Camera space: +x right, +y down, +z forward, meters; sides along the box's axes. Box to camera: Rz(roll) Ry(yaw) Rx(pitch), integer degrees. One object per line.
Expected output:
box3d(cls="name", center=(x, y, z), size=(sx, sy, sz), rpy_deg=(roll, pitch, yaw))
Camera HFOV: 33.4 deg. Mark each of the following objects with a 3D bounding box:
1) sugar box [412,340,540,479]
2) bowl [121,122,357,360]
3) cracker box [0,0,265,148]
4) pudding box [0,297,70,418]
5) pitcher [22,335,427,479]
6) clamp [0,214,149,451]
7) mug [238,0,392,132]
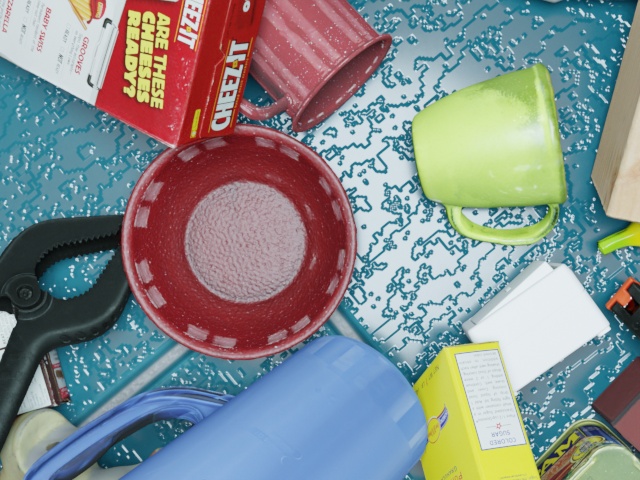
box3d(cls="sugar box", center=(0.103, 0.163, 0.675), size=(0.048, 0.093, 0.176), rpy_deg=(-3, 61, -15))
box3d(cls="bowl", center=(-0.055, 0.001, 0.749), size=(0.162, 0.055, 0.162), rpy_deg=(0, 90, 2))
box3d(cls="cracker box", center=(-0.136, -0.177, 0.689), size=(0.214, 0.072, 0.164), rpy_deg=(27, 116, 25))
box3d(cls="pudding box", center=(-0.248, 0.091, 0.771), size=(0.113, 0.039, 0.090), rpy_deg=(-17, 89, 5))
box3d(cls="pitcher", center=(-0.052, 0.156, 0.653), size=(0.242, 0.145, 0.149), rpy_deg=(-37, 110, -38))
box3d(cls="clamp", center=(-0.211, 0.039, 0.729), size=(0.164, 0.036, 0.209), rpy_deg=(42, 64, 11))
box3d(cls="mug", center=(-0.020, -0.128, 0.728), size=(0.117, 0.093, 0.081), rpy_deg=(-40, 82, -21))
